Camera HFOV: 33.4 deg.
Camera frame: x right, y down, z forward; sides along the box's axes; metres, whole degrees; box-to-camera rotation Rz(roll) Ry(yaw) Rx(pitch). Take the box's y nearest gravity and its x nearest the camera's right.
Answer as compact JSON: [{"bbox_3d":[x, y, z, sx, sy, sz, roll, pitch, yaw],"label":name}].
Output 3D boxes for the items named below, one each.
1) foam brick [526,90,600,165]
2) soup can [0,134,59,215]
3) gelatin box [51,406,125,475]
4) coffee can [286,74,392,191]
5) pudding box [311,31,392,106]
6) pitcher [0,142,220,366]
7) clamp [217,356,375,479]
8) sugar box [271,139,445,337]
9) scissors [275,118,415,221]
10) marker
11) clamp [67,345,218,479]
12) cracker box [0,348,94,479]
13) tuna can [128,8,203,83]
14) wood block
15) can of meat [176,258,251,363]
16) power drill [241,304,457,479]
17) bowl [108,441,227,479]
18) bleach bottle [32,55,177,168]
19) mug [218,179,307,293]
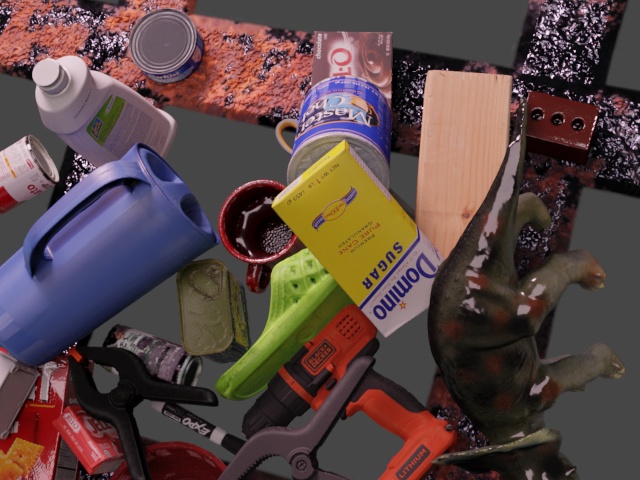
[{"bbox_3d":[0.254,-0.120,1.141,0.078,0.051,0.053,16,79,16],"label":"foam brick"},{"bbox_3d":[-0.371,-0.073,1.264,0.102,0.068,0.068,-29,71,3],"label":"soup can"},{"bbox_3d":[-0.236,0.212,1.144,0.030,0.089,0.073,-45,70,9],"label":"gelatin box"},{"bbox_3d":[0.023,-0.096,1.108,0.103,0.103,0.140,-9,32,10],"label":"coffee can"},{"bbox_3d":[0.036,-0.179,1.202,0.090,0.039,0.113,2,67,3],"label":"pudding box"},{"bbox_3d":[-0.239,0.016,1.102,0.243,0.145,0.149,-38,109,6],"label":"pitcher"},{"bbox_3d":[-0.007,0.230,1.059,0.210,0.036,0.164,-27,73,6],"label":"clamp"},{"bbox_3d":[0.044,0.000,1.033,0.093,0.048,0.176,-38,101,14],"label":"sugar box"},{"bbox_3d":[0.044,-0.101,1.203,0.202,0.016,0.096,26,82,18],"label":"scissors"},{"bbox_3d":[-0.131,0.201,1.160,0.121,0.020,0.020,25,82,18],"label":"marker"},{"bbox_3d":[-0.204,0.175,1.117,0.172,0.039,0.120,26,70,20],"label":"clamp"},{"bbox_3d":[-0.351,0.228,1.176,0.164,0.072,0.213,2,75,13],"label":"cracker box"},{"bbox_3d":[-0.184,-0.233,1.281,0.086,0.033,0.086,-3,75,12],"label":"tuna can"},{"bbox_3d":[0.148,-0.065,1.126,0.091,0.090,0.206,5,76,4],"label":"wood block"},{"bbox_3d":[-0.113,0.079,1.155,0.057,0.084,0.102,-10,73,10],"label":"can of meat"},{"bbox_3d":[0.033,0.186,1.104,0.188,0.057,0.184,43,91,16],"label":"power drill"},{"bbox_3d":[-0.150,0.294,1.121,0.162,0.055,0.162,-3,75,12],"label":"bowl"},{"bbox_3d":[-0.237,-0.139,1.153,0.068,0.250,0.102,19,80,17],"label":"bleach bottle"},{"bbox_3d":[-0.058,0.001,1.164,0.093,0.081,0.117,6,77,14],"label":"mug"}]
